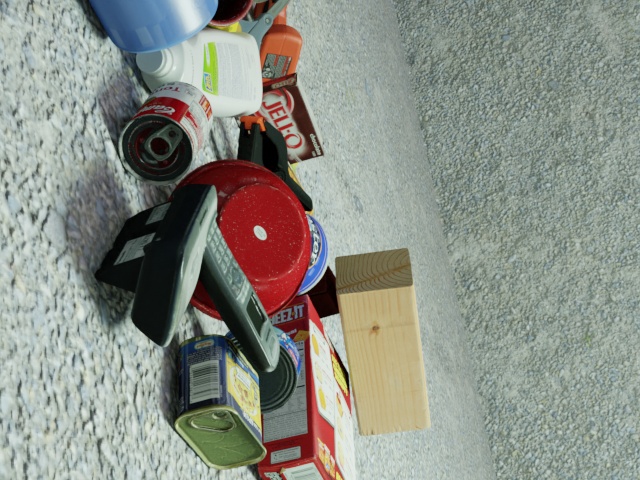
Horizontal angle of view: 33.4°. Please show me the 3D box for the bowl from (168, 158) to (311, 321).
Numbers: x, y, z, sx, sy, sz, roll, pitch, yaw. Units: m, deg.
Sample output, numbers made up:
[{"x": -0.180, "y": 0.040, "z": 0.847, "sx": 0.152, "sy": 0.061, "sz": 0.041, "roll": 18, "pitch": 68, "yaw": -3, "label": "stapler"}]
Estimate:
[{"x": -0.067, "y": -0.004, "z": 1.008, "sx": 0.161, "sy": 0.055, "sz": 0.162, "roll": 6, "pitch": 78, "yaw": -29, "label": "bowl"}]

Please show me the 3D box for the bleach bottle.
[{"x": -0.131, "y": -0.186, "z": 1.129, "sx": 0.250, "sy": 0.068, "sz": 0.102, "roll": -9, "pitch": 92, "yaw": -75, "label": "bleach bottle"}]

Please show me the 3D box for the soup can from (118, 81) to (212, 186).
[{"x": -0.141, "y": -0.101, "z": 0.987, "sx": 0.102, "sy": 0.068, "sz": 0.068, "roll": -78, "pitch": 151, "yaw": -63, "label": "soup can"}]

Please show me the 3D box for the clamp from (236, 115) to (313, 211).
[{"x": -0.055, "y": -0.074, "z": 1.261, "sx": 0.120, "sy": 0.039, "sz": 0.171, "roll": -46, "pitch": 136, "yaw": -51, "label": "clamp"}]

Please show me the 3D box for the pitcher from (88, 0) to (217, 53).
[{"x": -0.183, "y": -0.280, "z": 0.914, "sx": 0.145, "sy": 0.149, "sz": 0.243, "roll": -112, "pitch": -179, "yaw": -50, "label": "pitcher"}]

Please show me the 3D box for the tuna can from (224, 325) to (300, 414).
[{"x": -0.062, "y": 0.123, "z": 1.033, "sx": 0.033, "sy": 0.086, "sz": 0.086, "roll": -72, "pitch": 145, "yaw": -69, "label": "tuna can"}]

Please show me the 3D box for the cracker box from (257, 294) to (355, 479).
[{"x": -0.016, "y": 0.196, "z": 1.181, "sx": 0.164, "sy": 0.072, "sz": 0.213, "roll": 65, "pitch": 16, "yaw": -45, "label": "cracker box"}]

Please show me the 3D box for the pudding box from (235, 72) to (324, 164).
[{"x": -0.053, "y": -0.149, "z": 1.355, "sx": 0.039, "sy": 0.090, "sz": 0.113, "roll": -89, "pitch": 160, "yaw": -51, "label": "pudding box"}]

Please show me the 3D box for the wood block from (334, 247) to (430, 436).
[{"x": 0.076, "y": 0.124, "z": 1.286, "sx": 0.090, "sy": 0.091, "sz": 0.206, "roll": -90, "pitch": 172, "yaw": -61, "label": "wood block"}]

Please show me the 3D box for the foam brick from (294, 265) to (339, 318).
[{"x": -0.021, "y": 0.064, "z": 1.289, "sx": 0.051, "sy": 0.078, "sz": 0.053, "roll": 58, "pitch": 22, "yaw": -48, "label": "foam brick"}]

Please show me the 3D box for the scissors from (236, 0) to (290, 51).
[{"x": -0.085, "y": -0.283, "z": 1.340, "sx": 0.096, "sy": 0.016, "sz": 0.201, "roll": 43, "pitch": 61, "yaw": -41, "label": "scissors"}]

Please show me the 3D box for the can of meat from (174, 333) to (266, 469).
[{"x": -0.090, "y": 0.144, "z": 0.960, "sx": 0.102, "sy": 0.057, "sz": 0.084, "roll": 62, "pitch": 17, "yaw": -47, "label": "can of meat"}]

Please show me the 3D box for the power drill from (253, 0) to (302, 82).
[{"x": -0.055, "y": -0.320, "z": 1.463, "sx": 0.185, "sy": 0.057, "sz": 0.187, "roll": 110, "pitch": -16, "yaw": -53, "label": "power drill"}]
